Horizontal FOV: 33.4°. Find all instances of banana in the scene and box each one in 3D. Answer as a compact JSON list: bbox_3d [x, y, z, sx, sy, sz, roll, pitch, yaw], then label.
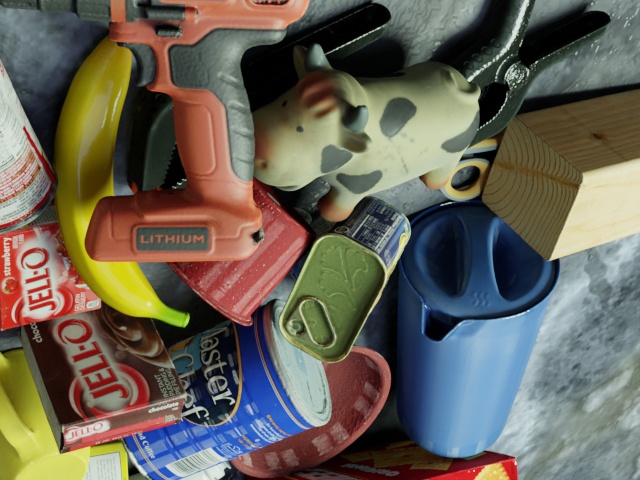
[{"bbox_3d":[-0.137,-0.031,0.685,0.069,0.037,0.198,-13,111,-10],"label":"banana"}]

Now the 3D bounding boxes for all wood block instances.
[{"bbox_3d":[0.253,-0.064,0.908,0.205,0.091,0.090,-14,136,-31],"label":"wood block"}]

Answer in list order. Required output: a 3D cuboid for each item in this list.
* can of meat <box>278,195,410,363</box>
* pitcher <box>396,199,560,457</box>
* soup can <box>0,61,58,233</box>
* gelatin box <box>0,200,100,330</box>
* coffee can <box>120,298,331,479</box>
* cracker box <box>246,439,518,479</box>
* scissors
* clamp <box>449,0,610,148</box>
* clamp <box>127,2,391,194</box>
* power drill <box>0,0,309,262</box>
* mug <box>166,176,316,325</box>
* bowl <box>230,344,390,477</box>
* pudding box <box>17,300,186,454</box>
[{"bbox_3d":[0.020,0.026,0.788,0.102,0.057,0.083,-65,172,31],"label":"can of meat"},{"bbox_3d":[0.135,0.083,0.965,0.149,0.145,0.243,-11,139,-10],"label":"pitcher"},{"bbox_3d":[-0.202,-0.061,0.618,0.068,0.069,0.102,-26,139,-12],"label":"soup can"},{"bbox_3d":[-0.188,0.016,0.732,0.073,0.030,0.089,-12,134,-27],"label":"gelatin box"},{"bbox_3d":[-0.076,0.118,0.826,0.140,0.103,0.102,-24,142,13],"label":"coffee can"},{"bbox_3d":[0.059,0.245,1.032,0.213,0.164,0.072,-3,89,-33],"label":"cracker box"},{"bbox_3d":[0.074,-0.056,0.859,0.201,0.016,0.096,-18,135,-20],"label":"scissors"},{"bbox_3d":[0.149,-0.134,0.816,0.120,0.039,0.172,21,112,-37],"label":"clamp"},{"bbox_3d":[-0.052,-0.103,0.709,0.164,0.036,0.210,10,123,-46],"label":"clamp"},{"bbox_3d":[-0.100,-0.082,0.611,0.184,0.057,0.188,1,110,-6],"label":"power drill"},{"bbox_3d":[-0.055,0.001,0.778,0.081,0.093,0.117,-47,170,6],"label":"mug"},{"bbox_3d":[-0.020,0.137,0.950,0.162,0.055,0.162,-19,137,-19],"label":"bowl"},{"bbox_3d":[-0.158,0.089,0.761,0.089,0.114,0.039,-11,137,-27],"label":"pudding box"}]
